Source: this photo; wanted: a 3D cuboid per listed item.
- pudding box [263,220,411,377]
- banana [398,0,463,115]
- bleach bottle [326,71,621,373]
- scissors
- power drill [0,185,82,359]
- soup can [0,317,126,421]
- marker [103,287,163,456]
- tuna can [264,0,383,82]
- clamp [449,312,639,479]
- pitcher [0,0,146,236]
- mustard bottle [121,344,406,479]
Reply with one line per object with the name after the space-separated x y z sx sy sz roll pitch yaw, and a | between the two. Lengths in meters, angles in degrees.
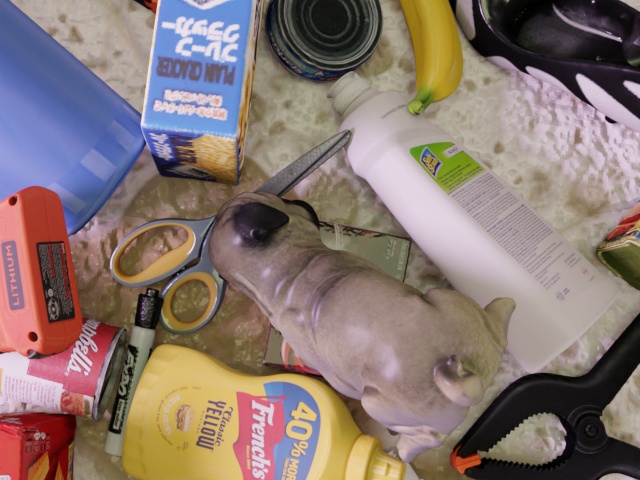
0.012 0.045 0.781 0.090 0.039 0.113 11 82 -2 | pudding box
0.070 -0.184 0.805 0.037 0.069 0.198 -23 74 28 | banana
0.101 -0.026 0.779 0.251 0.068 0.102 49 38 9 | bleach bottle
-0.055 0.001 0.771 0.202 0.016 0.096 -21 93 9 | scissors
-0.254 0.018 0.687 0.188 0.057 0.184 -10 91 17 | power drill
-0.194 0.080 0.747 0.102 0.068 0.068 16 82 -1 | soup can
-0.133 0.093 0.765 0.020 0.020 0.121 13 91 -2 | marker
0.003 -0.164 0.802 0.086 0.034 0.086 2 85 -17 | tuna can
0.202 0.145 0.782 0.210 0.036 0.164 -21 85 -4 | clamp
-0.246 -0.106 0.725 0.242 0.149 0.145 38 93 -17 | pitcher
-0.035 0.136 0.726 0.192 0.058 0.096 11 76 18 | mustard bottle
